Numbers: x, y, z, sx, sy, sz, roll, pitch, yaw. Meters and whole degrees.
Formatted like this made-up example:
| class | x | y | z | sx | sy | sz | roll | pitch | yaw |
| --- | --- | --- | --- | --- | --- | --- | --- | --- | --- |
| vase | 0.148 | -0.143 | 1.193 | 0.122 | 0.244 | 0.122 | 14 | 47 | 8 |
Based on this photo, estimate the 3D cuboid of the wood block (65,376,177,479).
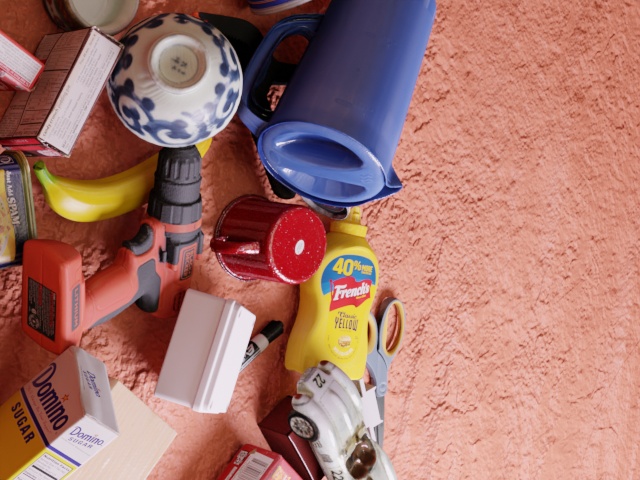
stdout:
| class | x | y | z | sx | sy | sz | roll | pitch | yaw |
| --- | --- | --- | --- | --- | --- | --- | --- | --- | --- |
| wood block | -0.237 | 0.224 | 0.955 | 0.090 | 0.090 | 0.206 | 50 | 64 | -34 |

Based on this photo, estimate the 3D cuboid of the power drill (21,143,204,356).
| class | x | y | z | sx | sy | sz | roll | pitch | yaw |
| --- | --- | --- | --- | --- | --- | --- | --- | --- | --- |
| power drill | -0.177 | 0.010 | 0.952 | 0.187 | 0.057 | 0.184 | -26 | 132 | -49 |

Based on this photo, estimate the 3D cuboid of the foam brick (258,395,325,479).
| class | x | y | z | sx | sy | sz | roll | pitch | yaw |
| --- | --- | --- | --- | --- | --- | --- | --- | --- | --- |
| foam brick | -0.021 | 0.219 | 1.171 | 0.052 | 0.051 | 0.078 | -42 | 121 | -31 |

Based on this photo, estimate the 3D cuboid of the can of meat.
| class | x | y | z | sx | sy | sz | roll | pitch | yaw |
| --- | --- | --- | --- | --- | --- | --- | --- | --- | --- |
| can of meat | -0.291 | -0.021 | 0.898 | 0.083 | 0.058 | 0.102 | -12 | 104 | -38 |

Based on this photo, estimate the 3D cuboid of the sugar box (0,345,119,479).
| class | x | y | z | sx | sy | sz | roll | pitch | yaw |
| --- | --- | --- | --- | --- | --- | --- | --- | --- | --- |
| sugar box | -0.249 | 0.174 | 0.882 | 0.176 | 0.093 | 0.048 | -42 | 127 | 10 |

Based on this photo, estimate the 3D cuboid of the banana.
| class | x | y | z | sx | sy | sz | roll | pitch | yaw |
| --- | --- | --- | --- | --- | --- | --- | --- | --- | --- |
| banana | -0.181 | -0.056 | 0.992 | 0.197 | 0.037 | 0.070 | -20 | 145 | -45 |

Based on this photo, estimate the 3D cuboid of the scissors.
| class | x | y | z | sx | sy | sz | roll | pitch | yaw |
| --- | --- | --- | --- | --- | --- | --- | --- | --- | --- |
| scissors | 0.057 | 0.164 | 1.257 | 0.096 | 0.016 | 0.202 | 15 | 86 | -40 |

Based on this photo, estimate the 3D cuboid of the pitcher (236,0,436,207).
| class | x | y | z | sx | sy | sz | roll | pitch | yaw |
| --- | --- | --- | --- | --- | --- | --- | --- | --- | --- |
| pitcher | 0.027 | -0.169 | 1.081 | 0.149 | 0.145 | 0.242 | 56 | 46 | -46 |

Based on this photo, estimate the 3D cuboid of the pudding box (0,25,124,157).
| class | x | y | z | sx | sy | sz | roll | pitch | yaw |
| --- | --- | --- | --- | --- | --- | --- | --- | --- | --- |
| pudding box | -0.226 | -0.126 | 0.919 | 0.039 | 0.090 | 0.113 | 32 | 74 | -38 |

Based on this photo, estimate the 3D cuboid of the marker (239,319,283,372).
| class | x | y | z | sx | sy | sz | roll | pitch | yaw |
| --- | --- | --- | --- | --- | --- | --- | --- | --- | --- |
| marker | -0.082 | 0.124 | 1.126 | 0.121 | 0.020 | 0.020 | -42 | 121 | -30 |

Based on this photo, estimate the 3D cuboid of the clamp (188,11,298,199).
| class | x | y | z | sx | sy | sz | roll | pitch | yaw |
| --- | --- | --- | --- | --- | --- | --- | --- | --- | --- |
| clamp | -0.061 | -0.167 | 1.095 | 0.209 | 0.036 | 0.164 | 47 | 55 | -31 |

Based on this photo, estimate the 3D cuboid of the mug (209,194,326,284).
| class | x | y | z | sx | sy | sz | roll | pitch | yaw |
| --- | --- | --- | --- | --- | --- | --- | --- | --- | --- |
| mug | -0.057 | 0.001 | 1.090 | 0.117 | 0.082 | 0.093 | -2 | 97 | -41 |

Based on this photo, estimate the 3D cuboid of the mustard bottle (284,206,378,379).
| class | x | y | z | sx | sy | sz | roll | pitch | yaw |
| --- | --- | --- | --- | --- | --- | --- | --- | --- | --- |
| mustard bottle | 0.019 | 0.055 | 1.181 | 0.096 | 0.058 | 0.191 | 11 | 88 | -37 |

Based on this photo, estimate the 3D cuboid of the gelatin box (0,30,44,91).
| class | x | y | z | sx | sy | sz | roll | pitch | yaw |
| --- | --- | --- | --- | --- | --- | --- | --- | --- | --- |
| gelatin box | -0.281 | -0.157 | 0.877 | 0.089 | 0.073 | 0.030 | 39 | 71 | -38 |
